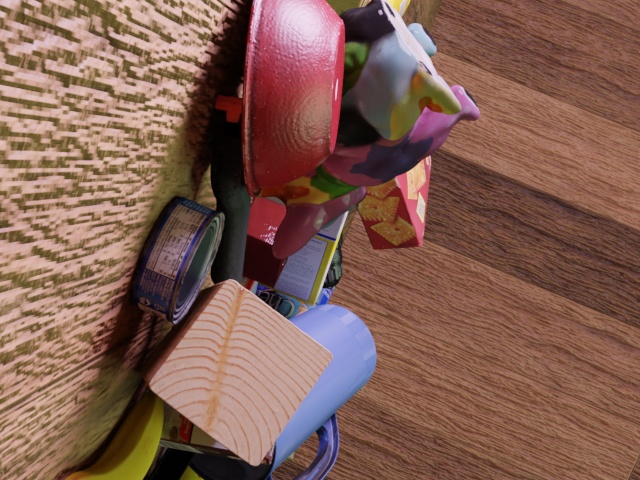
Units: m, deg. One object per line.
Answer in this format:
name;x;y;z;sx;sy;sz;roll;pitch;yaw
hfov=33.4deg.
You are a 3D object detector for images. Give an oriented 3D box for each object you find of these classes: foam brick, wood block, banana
foam brick;-0.057;0.001;1.106;0.078;0.051;0.053;106;7;-56
wood block;-0.070;0.092;0.785;0.091;0.090;0.206;-53;-174;-10
banana;-0.161;0.170;0.831;0.197;0.037;0.069;-63;150;-69

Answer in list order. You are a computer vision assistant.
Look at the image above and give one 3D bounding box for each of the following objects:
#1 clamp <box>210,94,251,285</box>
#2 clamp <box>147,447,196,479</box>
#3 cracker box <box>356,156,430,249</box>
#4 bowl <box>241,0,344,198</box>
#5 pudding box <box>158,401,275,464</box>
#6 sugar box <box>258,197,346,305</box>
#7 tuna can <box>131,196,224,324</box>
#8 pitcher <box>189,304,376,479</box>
clamp;-0.061;-0.056;0.811;0.171;0.039;0.120;100;-5;-49
clamp;-0.169;0.258;0.992;0.164;0.036;0.210;-54;176;-32
cracker box;0.078;-0.117;1.285;0.213;0.072;0.164;67;25;-47
bowl;-0.015;-0.107;0.733;0.162;0.055;0.162;6;89;-86
pudding box;-0.088;0.138;0.919;0.039;0.114;0.090;52;47;-61
sugar box;-0.024;-0.013;1.163;0.048;0.093;0.176;-65;176;-47
tuna can;-0.100;0.013;0.749;0.086;0.034;0.086;24;89;-86
pitcher;-0.036;0.164;1.136;0.242;0.145;0.149;-27;132;-54
